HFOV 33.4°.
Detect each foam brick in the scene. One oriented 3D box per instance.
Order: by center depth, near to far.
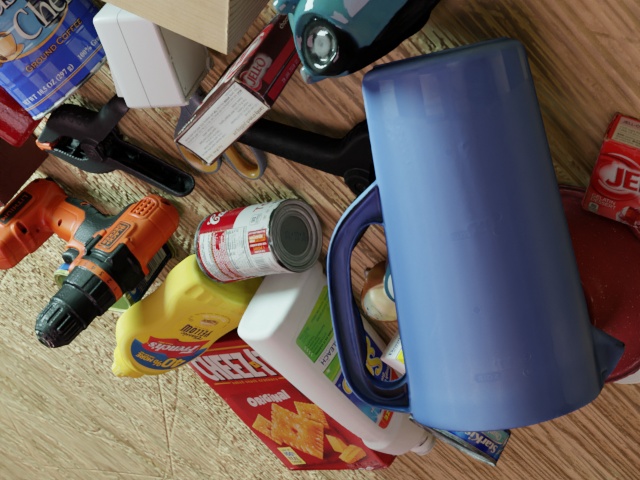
[{"bbox_3d":[-0.323,-0.076,1.071,0.053,0.078,0.051,-8,130,47],"label":"foam brick"}]

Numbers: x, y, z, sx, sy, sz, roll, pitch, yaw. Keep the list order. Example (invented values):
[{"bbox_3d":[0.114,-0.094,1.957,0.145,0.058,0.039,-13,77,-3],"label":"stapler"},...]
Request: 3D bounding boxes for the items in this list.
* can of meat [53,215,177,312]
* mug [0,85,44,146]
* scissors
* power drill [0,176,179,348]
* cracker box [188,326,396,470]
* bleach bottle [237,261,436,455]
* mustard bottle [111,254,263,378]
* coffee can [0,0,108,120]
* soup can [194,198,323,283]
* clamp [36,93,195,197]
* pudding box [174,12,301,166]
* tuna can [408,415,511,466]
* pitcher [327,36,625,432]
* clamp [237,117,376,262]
[{"bbox_3d":[-0.214,0.024,1.106,0.102,0.083,0.057,6,139,33],"label":"can of meat"},{"bbox_3d":[-0.275,-0.135,0.936,0.081,0.093,0.117,37,-179,-17],"label":"mug"},{"bbox_3d":[-0.123,-0.124,0.907,0.096,0.016,0.201,-14,125,47],"label":"scissors"},{"bbox_3d":[-0.253,0.014,1.053,0.188,0.184,0.057,18,145,36],"label":"power drill"},{"bbox_3d":[-0.030,0.159,1.144,0.165,0.072,0.213,-13,126,46],"label":"cracker box"},{"bbox_3d":[0.034,0.127,1.046,0.250,0.102,0.068,44,153,-29],"label":"bleach bottle"},{"bbox_3d":[-0.148,0.086,1.066,0.096,0.058,0.192,19,135,-41],"label":"mustard bottle"},{"bbox_3d":[-0.241,-0.181,0.848,0.103,0.102,0.140,-16,125,48],"label":"coffee can"},{"bbox_3d":[-0.056,0.001,0.966,0.102,0.068,0.068,-9,129,44],"label":"soup can"},{"bbox_3d":[-0.194,-0.085,0.992,0.172,0.039,0.120,3,133,45],"label":"clamp"},{"bbox_3d":[-0.054,-0.115,0.796,0.039,0.090,0.114,38,146,-11],"label":"pudding box"},{"bbox_3d":[0.122,0.162,0.932,0.086,0.033,0.086,29,170,5],"label":"tuna can"},{"bbox_3d":[0.092,-0.003,0.707,0.145,0.148,0.243,-3,103,50],"label":"pitcher"},{"bbox_3d":[0.029,-0.059,0.849,0.210,0.036,0.164,-18,123,46],"label":"clamp"}]
